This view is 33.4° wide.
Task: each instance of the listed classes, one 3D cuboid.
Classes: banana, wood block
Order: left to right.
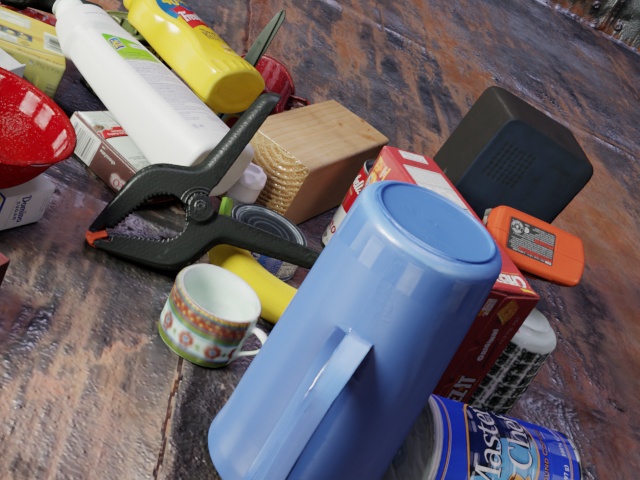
[{"bbox_3d":[-0.039,0.040,0.973,0.198,0.069,0.037,40,-9,13],"label":"banana"},{"bbox_3d":[-0.019,-0.086,1.179,0.090,0.091,0.205,37,27,14],"label":"wood block"}]

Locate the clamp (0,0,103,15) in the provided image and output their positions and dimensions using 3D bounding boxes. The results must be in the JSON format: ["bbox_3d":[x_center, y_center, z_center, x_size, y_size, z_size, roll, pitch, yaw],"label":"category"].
[{"bbox_3d":[-0.309,-0.259,1.124,0.120,0.039,0.171,14,10,15],"label":"clamp"}]

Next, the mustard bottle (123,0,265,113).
[{"bbox_3d":[-0.146,-0.214,1.118,0.192,0.058,0.096,46,20,20],"label":"mustard bottle"}]

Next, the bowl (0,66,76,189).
[{"bbox_3d":[-0.279,-0.088,0.848,0.162,0.055,0.162,27,25,-14],"label":"bowl"}]

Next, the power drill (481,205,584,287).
[{"bbox_3d":[0.179,0.043,1.070,0.184,0.188,0.057,20,60,-17],"label":"power drill"}]

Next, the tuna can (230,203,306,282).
[{"bbox_3d":[-0.057,0.001,1.051,0.086,0.034,0.086,24,27,-13],"label":"tuna can"}]

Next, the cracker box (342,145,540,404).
[{"bbox_3d":[0.089,0.041,0.988,0.072,0.164,0.214,9,33,-33],"label":"cracker box"}]

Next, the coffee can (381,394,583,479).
[{"bbox_3d":[0.119,0.183,0.840,0.140,0.103,0.103,19,29,-23],"label":"coffee can"}]

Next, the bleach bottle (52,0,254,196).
[{"bbox_3d":[-0.178,-0.152,1.049,0.251,0.068,0.102,48,21,20],"label":"bleach bottle"}]

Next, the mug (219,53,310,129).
[{"bbox_3d":[-0.069,-0.160,1.249,0.117,0.093,0.081,14,29,1],"label":"mug"}]

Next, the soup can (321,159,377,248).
[{"bbox_3d":[0.053,-0.026,1.135,0.068,0.102,0.068,24,27,-13],"label":"soup can"}]

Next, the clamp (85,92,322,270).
[{"bbox_3d":[-0.106,-0.040,0.945,0.209,0.164,0.036,-10,-3,-12],"label":"clamp"}]

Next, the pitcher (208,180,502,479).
[{"bbox_3d":[0.022,0.085,0.750,0.144,0.243,0.149,11,31,-30],"label":"pitcher"}]

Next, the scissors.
[{"bbox_3d":[-0.076,-0.164,1.166,0.096,0.202,0.016,51,42,-12],"label":"scissors"}]

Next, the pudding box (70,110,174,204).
[{"bbox_3d":[-0.187,-0.084,1.060,0.113,0.039,0.089,44,26,18],"label":"pudding box"}]
